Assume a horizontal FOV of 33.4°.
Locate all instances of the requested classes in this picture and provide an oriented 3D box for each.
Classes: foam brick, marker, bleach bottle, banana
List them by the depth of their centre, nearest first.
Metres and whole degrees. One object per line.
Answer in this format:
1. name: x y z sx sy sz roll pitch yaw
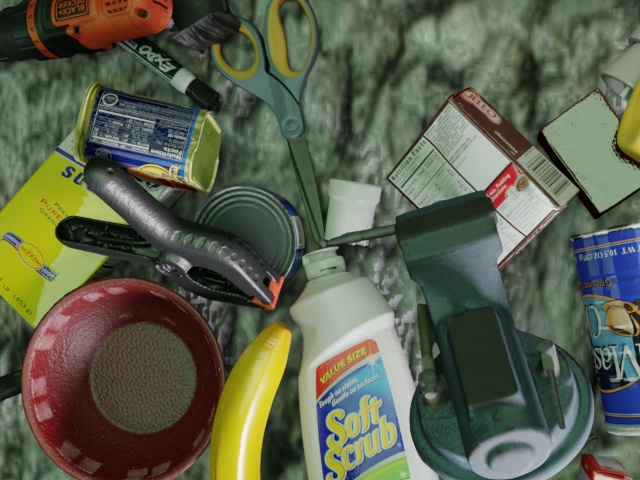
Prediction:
1. foam brick: 0.202 -0.062 0.781 0.053 0.051 0.078 -34 83 7
2. banana: -0.050 0.157 0.788 0.069 0.037 0.198 -14 111 -30
3. bleach bottle: 0.024 0.131 0.797 0.103 0.068 0.251 -16 83 11
4. marker: -0.127 -0.142 0.850 0.121 0.020 0.020 38 93 8

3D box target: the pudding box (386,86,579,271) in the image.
1. pudding box: 0.116 -0.041 0.779 0.113 0.039 0.090 47 132 9

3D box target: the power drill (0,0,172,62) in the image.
1. power drill: -0.195 -0.235 0.833 0.185 0.057 0.187 -4 84 29

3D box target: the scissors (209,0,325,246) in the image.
1. scissors: -0.041 -0.096 0.837 0.096 0.016 0.202 1 88 10

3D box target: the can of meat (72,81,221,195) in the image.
1. can of meat: -0.120 -0.070 0.764 0.084 0.102 0.057 13 85 4

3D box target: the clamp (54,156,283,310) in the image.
1. clamp: -0.112 0.006 0.774 0.171 0.120 0.039 33 64 -19

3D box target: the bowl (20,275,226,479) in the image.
1. bowl: -0.145 0.108 0.825 0.162 0.055 0.162 0 88 9

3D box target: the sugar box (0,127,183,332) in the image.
1. sugar box: -0.188 -0.022 0.842 0.093 0.048 0.176 42 95 8

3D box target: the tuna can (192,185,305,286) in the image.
1. tuna can: -0.055 0.001 0.822 0.086 0.033 0.086 0 91 15
